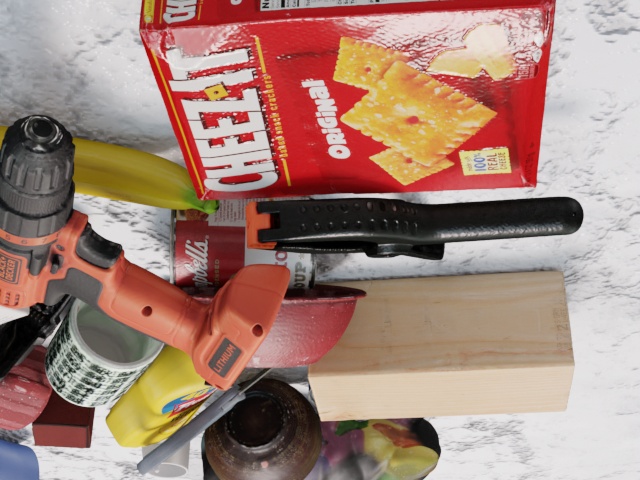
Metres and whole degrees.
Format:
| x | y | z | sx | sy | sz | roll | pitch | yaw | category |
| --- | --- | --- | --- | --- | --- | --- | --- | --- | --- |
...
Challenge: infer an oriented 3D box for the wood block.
| x | y | z | sx | sy | sz | roll | pitch | yaw | category |
| --- | --- | --- | --- | --- | --- | --- | --- | --- | --- |
| 0.098 | 0.088 | 0.882 | 0.206 | 0.090 | 0.091 | -3 | 148 | 6 | wood block |

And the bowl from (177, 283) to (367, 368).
| x | y | z | sx | sy | sz | roll | pitch | yaw | category |
| --- | --- | --- | --- | --- | --- | --- | --- | --- | --- |
| -0.046 | 0.062 | 0.802 | 0.162 | 0.055 | 0.162 | 2 | -179 | 0 | bowl |

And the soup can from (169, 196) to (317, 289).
| x | y | z | sx | sy | sz | roll | pitch | yaw | category |
| --- | --- | --- | --- | --- | --- | --- | --- | --- | --- |
| -0.055 | 0.001 | 0.764 | 0.102 | 0.068 | 0.068 | 2 | 148 | -4 | soup can |

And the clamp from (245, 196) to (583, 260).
| x | y | z | sx | sy | sz | roll | pitch | yaw | category |
| --- | --- | --- | --- | --- | --- | --- | --- | --- | --- |
| 0.044 | -0.006 | 0.712 | 0.209 | 0.036 | 0.165 | 0 | 171 | -22 | clamp |

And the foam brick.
| x | y | z | sx | sy | sz | roll | pitch | yaw | category |
| --- | --- | --- | --- | --- | --- | --- | --- | --- | --- |
| -0.235 | 0.146 | 0.989 | 0.051 | 0.078 | 0.053 | 5 | 146 | -7 | foam brick |

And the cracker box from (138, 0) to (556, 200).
| x | y | z | sx | sy | sz | roll | pitch | yaw | category |
| --- | --- | --- | --- | --- | --- | --- | --- | --- | --- |
| 0.020 | -0.094 | 0.607 | 0.214 | 0.072 | 0.164 | -3 | 149 | 5 | cracker box |

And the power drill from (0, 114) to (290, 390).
| x | y | z | sx | sy | sz | roll | pitch | yaw | category |
| --- | --- | --- | --- | --- | --- | --- | --- | --- | --- |
| -0.117 | 0.012 | 0.653 | 0.187 | 0.057 | 0.185 | 26 | 146 | -5 | power drill |

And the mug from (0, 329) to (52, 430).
| x | y | z | sx | sy | sz | roll | pitch | yaw | category |
| --- | --- | --- | --- | --- | --- | --- | --- | --- | --- |
| -0.280 | 0.119 | 0.928 | 0.117 | 0.093 | 0.081 | 3 | 161 | 41 | mug |

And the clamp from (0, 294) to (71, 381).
| x | y | z | sx | sy | sz | roll | pitch | yaw | category |
| --- | --- | --- | --- | --- | --- | --- | --- | --- | --- |
| -0.218 | 0.054 | 0.834 | 0.039 | 0.120 | 0.171 | 45 | 172 | -9 | clamp |

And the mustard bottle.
| x | y | z | sx | sy | sz | roll | pitch | yaw | category |
| --- | --- | --- | --- | --- | --- | --- | --- | --- | --- |
| -0.119 | 0.119 | 0.944 | 0.096 | 0.058 | 0.192 | -22 | 163 | -39 | mustard bottle |

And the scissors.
| x | y | z | sx | sy | sz | roll | pitch | yaw | category |
| --- | --- | --- | --- | --- | --- | --- | --- | --- | --- |
| -0.089 | 0.147 | 0.939 | 0.202 | 0.016 | 0.096 | -40 | 176 | 19 | scissors |

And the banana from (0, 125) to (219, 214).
| x | y | z | sx | sy | sz | roll | pitch | yaw | category |
| --- | --- | --- | --- | --- | --- | --- | --- | --- | --- |
| -0.163 | -0.050 | 0.695 | 0.197 | 0.037 | 0.070 | 10 | 178 | -9 | banana |
